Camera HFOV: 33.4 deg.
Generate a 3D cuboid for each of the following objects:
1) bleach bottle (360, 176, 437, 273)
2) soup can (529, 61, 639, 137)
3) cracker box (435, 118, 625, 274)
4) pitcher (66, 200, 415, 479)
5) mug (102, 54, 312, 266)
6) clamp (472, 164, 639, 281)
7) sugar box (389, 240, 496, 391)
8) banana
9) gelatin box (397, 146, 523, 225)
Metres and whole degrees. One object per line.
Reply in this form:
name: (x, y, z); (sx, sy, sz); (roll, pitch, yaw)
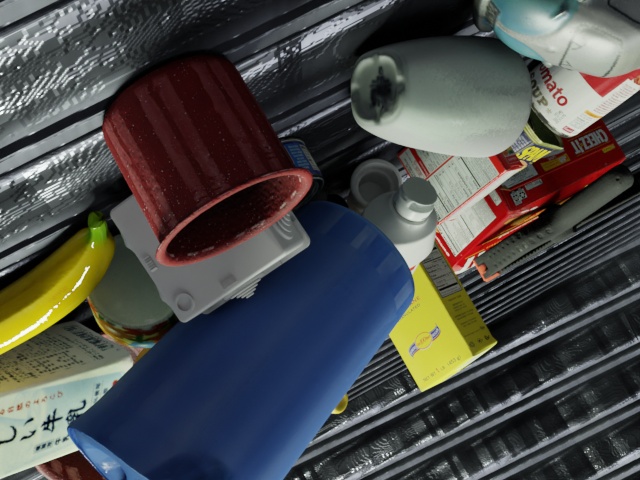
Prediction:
bleach bottle: (0.023, 0.040, 0.882); (0.102, 0.068, 0.251); (-17, 152, -36)
soup can: (0.226, -0.140, 0.877); (0.102, 0.068, 0.068); (-38, 165, 34)
cracker box: (0.220, -0.045, 1.208); (0.164, 0.072, 0.214); (-24, 166, -23)
pitcher: (-0.051, 0.088, 0.740); (0.242, 0.149, 0.145); (-48, 156, -24)
mug: (-0.066, -0.040, 0.580); (0.093, 0.081, 0.117); (-25, 166, -20)
clamp: (0.251, -0.021, 1.116); (0.210, 0.036, 0.164); (-32, 168, 16)
sugar box: (0.093, 0.052, 1.062); (0.048, 0.176, 0.093); (-21, 164, -41)
banana: (-0.204, 0.041, 0.698); (0.198, 0.037, 0.069); (-34, 147, 11)
gelatin box: (0.115, -0.067, 0.895); (0.030, 0.073, 0.089); (-16, 161, -46)
